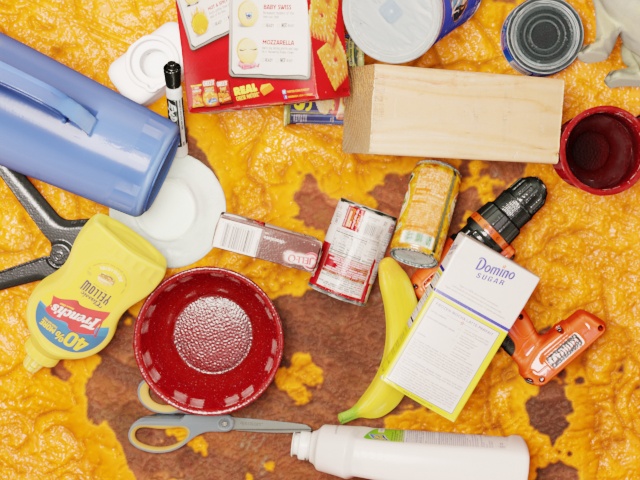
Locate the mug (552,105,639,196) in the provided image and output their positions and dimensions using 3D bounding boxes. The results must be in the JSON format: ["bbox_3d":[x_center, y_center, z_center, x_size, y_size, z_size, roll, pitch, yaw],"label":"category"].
[{"bbox_3d":[0.302,-0.102,1.134,0.117,0.081,0.093,-36,93,2],"label":"mug"}]

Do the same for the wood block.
[{"bbox_3d":[0.135,-0.128,1.102,0.205,0.091,0.090,2,95,-17],"label":"wood block"}]

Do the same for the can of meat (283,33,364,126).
[{"bbox_3d":[0.003,-0.172,1.145,0.084,0.057,0.102,1,94,-3],"label":"can of meat"}]

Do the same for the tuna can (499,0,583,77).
[{"bbox_3d":[0.239,-0.220,1.151,0.086,0.034,0.086,0,94,0],"label":"tuna can"}]

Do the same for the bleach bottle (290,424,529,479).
[{"bbox_3d":[0.095,0.235,1.158,0.251,0.102,0.068,6,90,6],"label":"bleach bottle"}]

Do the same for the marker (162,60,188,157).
[{"bbox_3d":[-0.153,-0.139,1.128,0.020,0.020,0.121,2,136,0],"label":"marker"}]

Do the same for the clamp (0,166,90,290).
[{"bbox_3d":[-0.290,0.020,1.167,0.210,0.036,0.165,25,103,-5],"label":"clamp"}]

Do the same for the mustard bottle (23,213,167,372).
[{"bbox_3d":[-0.255,0.069,1.133,0.096,0.058,0.192,36,107,-18],"label":"mustard bottle"}]

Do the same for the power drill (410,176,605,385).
[{"bbox_3d":[0.219,0.048,1.158,0.184,0.057,0.187,-43,90,7],"label":"power drill"}]

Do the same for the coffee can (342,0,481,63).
[{"bbox_3d":[0.096,-0.247,1.081,0.103,0.140,0.103,11,118,22],"label":"coffee can"}]

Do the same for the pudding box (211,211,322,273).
[{"bbox_3d":[-0.057,0.001,1.135,0.113,0.090,0.039,17,91,-5],"label":"pudding box"}]

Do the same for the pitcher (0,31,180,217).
[{"bbox_3d":[-0.272,-0.121,1.089,0.243,0.149,0.145,24,120,-3],"label":"pitcher"}]

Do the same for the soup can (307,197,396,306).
[{"bbox_3d":[0.035,0.012,1.150,0.068,0.068,0.102,20,93,-1],"label":"soup can"}]

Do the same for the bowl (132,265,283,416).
[{"bbox_3d":[-0.120,0.106,1.162,0.162,0.055,0.162,0,94,0],"label":"bowl"}]

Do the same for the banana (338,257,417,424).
[{"bbox_3d":[0.076,0.115,1.157,0.069,0.037,0.198,6,106,-26],"label":"banana"}]

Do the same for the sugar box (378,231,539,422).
[{"bbox_3d":[0.143,0.089,1.114,0.093,0.048,0.176,30,95,-4],"label":"sugar box"}]

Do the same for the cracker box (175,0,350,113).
[{"bbox_3d":[-0.063,-0.241,1.073,0.164,0.072,0.214,-2,97,33],"label":"cracker box"}]

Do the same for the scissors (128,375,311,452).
[{"bbox_3d":[-0.117,0.185,1.187,0.202,0.016,0.096,-11,93,1],"label":"scissors"}]
